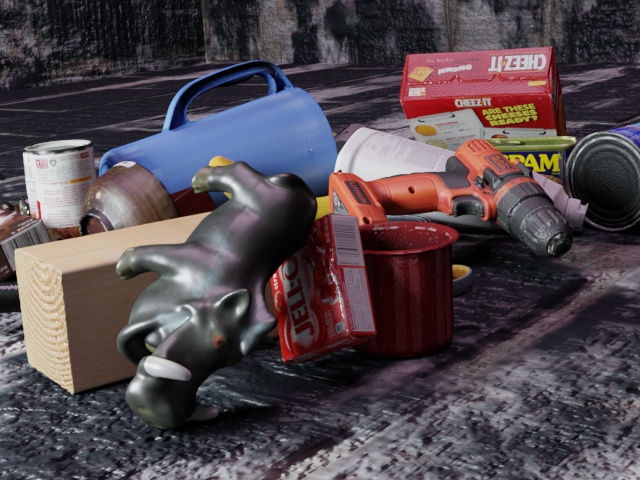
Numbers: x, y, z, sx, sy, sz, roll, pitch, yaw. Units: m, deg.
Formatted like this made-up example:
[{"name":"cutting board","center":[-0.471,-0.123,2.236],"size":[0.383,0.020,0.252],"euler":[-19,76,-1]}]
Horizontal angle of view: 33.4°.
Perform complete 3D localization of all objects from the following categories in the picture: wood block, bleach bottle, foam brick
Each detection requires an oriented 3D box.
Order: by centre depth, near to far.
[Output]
[{"name":"wood block","center":[-0.112,0.036,0.804],"size":[0.205,0.091,0.090],"euler":[-13,17,-33]},{"name":"foam brick","center":[-0.139,-0.016,1.040],"size":[0.051,0.053,0.078],"euler":[-38,14,-34]},{"name":"bleach bottle","center":[0.145,-0.051,1.095],"size":[0.251,0.068,0.102],"euler":[15,31,13]}]

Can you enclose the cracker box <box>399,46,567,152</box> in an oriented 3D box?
[{"name":"cracker box","center":[0.195,-0.134,1.226],"size":[0.164,0.072,0.213],"euler":[0,-26,18]}]

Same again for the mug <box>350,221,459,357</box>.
[{"name":"mug","center":[0.060,0.033,0.794],"size":[0.093,0.081,0.117],"euler":[1,15,17]}]

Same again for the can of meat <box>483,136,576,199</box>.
[{"name":"can of meat","center":[0.225,-0.067,1.155],"size":[0.102,0.084,0.057],"euler":[0,14,12]}]

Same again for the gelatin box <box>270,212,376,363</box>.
[{"name":"gelatin box","center":[-0.001,0.034,0.740],"size":[0.030,0.089,0.073],"euler":[5,-21,-40]}]

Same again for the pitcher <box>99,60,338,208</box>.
[{"name":"pitcher","center":[-0.114,-0.087,1.166],"size":[0.242,0.145,0.149],"euler":[-20,56,-27]}]

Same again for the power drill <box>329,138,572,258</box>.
[{"name":"power drill","center":[0.113,-0.026,0.967],"size":[0.187,0.057,0.184],"euler":[-10,31,-15]}]

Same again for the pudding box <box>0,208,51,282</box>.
[{"name":"pudding box","center":[-0.321,0.015,1.002],"size":[0.113,0.039,0.090],"euler":[-32,28,-32]}]

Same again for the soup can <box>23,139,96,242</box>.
[{"name":"soup can","center":[-0.252,-0.044,1.051],"size":[0.068,0.102,0.068],"euler":[-4,13,1]}]

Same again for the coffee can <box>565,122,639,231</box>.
[{"name":"coffee can","center":[0.339,-0.073,1.113],"size":[0.140,0.103,0.103],"euler":[-15,18,-39]}]
